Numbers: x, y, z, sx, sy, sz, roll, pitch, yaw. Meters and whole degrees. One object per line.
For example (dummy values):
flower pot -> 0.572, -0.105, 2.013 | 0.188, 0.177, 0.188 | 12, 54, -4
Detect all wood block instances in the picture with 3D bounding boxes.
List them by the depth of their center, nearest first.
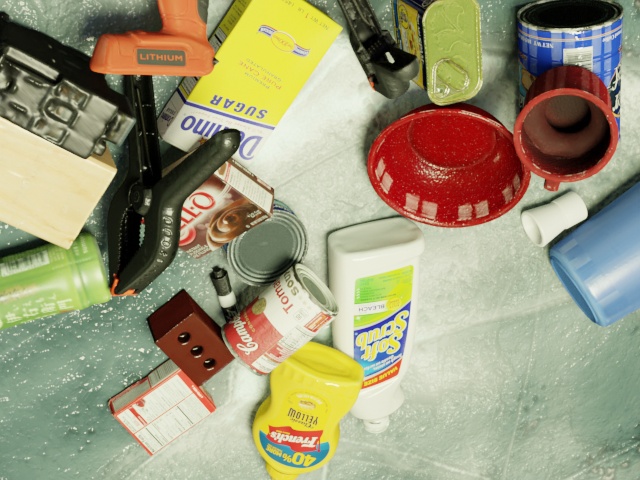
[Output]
wood block -> -0.292, -0.085, 0.913 | 0.205, 0.091, 0.090 | 27, 105, -30

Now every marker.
marker -> -0.091, 0.080, 1.116 | 0.020, 0.020, 0.121 | -21, 121, -10

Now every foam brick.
foam brick -> -0.132, 0.100, 1.092 | 0.053, 0.051, 0.078 | -39, 123, 2

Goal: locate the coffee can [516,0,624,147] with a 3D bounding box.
coffee can -> 0.250, -0.162, 1.073 | 0.102, 0.103, 0.140 | -15, 120, -13

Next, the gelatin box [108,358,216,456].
gelatin box -> -0.167, 0.175, 1.130 | 0.089, 0.030, 0.073 | -35, 124, -1

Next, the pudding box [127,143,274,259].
pudding box -> -0.112, -0.036, 1.008 | 0.114, 0.039, 0.090 | -30, 130, 34

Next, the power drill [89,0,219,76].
power drill -> -0.151, -0.233, 0.888 | 0.184, 0.057, 0.188 | -1, 103, -25

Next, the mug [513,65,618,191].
mug -> 0.229, -0.103, 1.002 | 0.093, 0.081, 0.117 | 9, 121, 10

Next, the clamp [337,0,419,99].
clamp -> 0.047, -0.183, 0.976 | 0.039, 0.171, 0.120 | -27, 86, -3

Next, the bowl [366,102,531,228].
bowl -> 0.129, -0.086, 1.070 | 0.162, 0.055, 0.162 | 6, 138, 6

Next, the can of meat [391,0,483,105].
can of meat -> 0.109, -0.191, 1.015 | 0.057, 0.084, 0.102 | -16, 120, -13

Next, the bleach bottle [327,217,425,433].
bleach bottle -> 0.064, 0.103, 1.163 | 0.102, 0.068, 0.251 | -12, 121, -12

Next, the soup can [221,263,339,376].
soup can -> -0.040, 0.080, 1.072 | 0.102, 0.068, 0.068 | -41, 123, 14

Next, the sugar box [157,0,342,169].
sugar box -> -0.068, -0.151, 0.991 | 0.093, 0.048, 0.176 | 27, 103, -30

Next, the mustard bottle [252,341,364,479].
mustard bottle -> -0.023, 0.199, 1.166 | 0.096, 0.058, 0.192 | 18, 125, -1

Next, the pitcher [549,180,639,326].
pitcher -> 0.387, -0.006, 1.199 | 0.243, 0.145, 0.149 | -34, 102, 2

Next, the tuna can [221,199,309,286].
tuna can -> -0.057, 0.001, 1.080 | 0.086, 0.034, 0.086 | -9, 118, -17

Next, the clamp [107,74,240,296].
clamp -> -0.154, -0.048, 0.957 | 0.036, 0.165, 0.210 | 0, 125, -43
